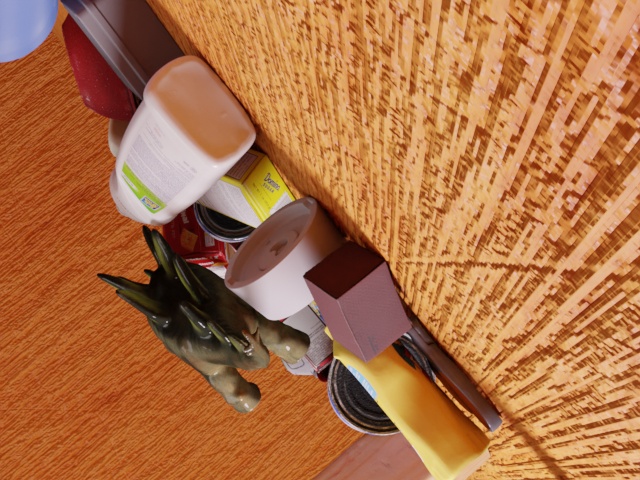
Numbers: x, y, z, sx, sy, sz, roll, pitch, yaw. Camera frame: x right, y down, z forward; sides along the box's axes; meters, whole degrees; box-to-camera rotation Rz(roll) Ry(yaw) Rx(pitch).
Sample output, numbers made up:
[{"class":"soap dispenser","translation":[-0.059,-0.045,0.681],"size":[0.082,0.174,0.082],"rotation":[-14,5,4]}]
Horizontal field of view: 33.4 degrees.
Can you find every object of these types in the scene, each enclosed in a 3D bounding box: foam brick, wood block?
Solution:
[{"class":"foam brick","translation":[0.030,0.049,0.866],"size":[0.051,0.053,0.078],"rotation":[34,154,49]},{"class":"wood block","translation":[0.076,0.260,1.162],"size":[0.090,0.206,0.090],"rotation":[47,174,30]}]

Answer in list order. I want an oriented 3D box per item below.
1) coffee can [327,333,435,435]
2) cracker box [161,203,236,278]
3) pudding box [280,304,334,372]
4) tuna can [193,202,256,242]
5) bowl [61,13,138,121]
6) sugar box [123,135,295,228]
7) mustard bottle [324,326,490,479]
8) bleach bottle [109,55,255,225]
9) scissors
[{"class":"coffee can","translation":[0.058,0.143,1.073],"size":[0.103,0.103,0.140],"rotation":[50,174,7]},{"class":"cracker box","translation":[-0.147,-0.035,1.305],"size":[0.213,0.072,0.164],"rotation":[76,-174,-76]},{"class":"pudding box","translation":[-0.004,0.075,1.179],"size":[0.113,0.090,0.039],"rotation":[49,173,15]},{"class":"tuna can","translation":[-0.096,-0.041,1.168],"size":[0.086,0.086,0.034],"rotation":[51,173,-3]},{"class":"bowl","translation":[-0.240,-0.195,1.154],"size":[0.162,0.055,0.162],"rotation":[164,90,-83]},{"class":"sugar box","translation":[-0.110,-0.069,1.074],"size":[0.176,0.048,0.093],"rotation":[26,159,36]},{"class":"mustard bottle","translation":[0.066,0.123,0.938],"size":[0.192,0.058,0.096],"rotation":[49,-178,13]},{"class":"bleach bottle","translation":[-0.149,-0.076,0.993],"size":[0.102,0.068,0.251],"rotation":[51,150,-5]},{"class":"scissors","translation":[0.086,0.086,0.931],"size":[0.202,0.016,0.096],"rotation":[50,174,9]}]
